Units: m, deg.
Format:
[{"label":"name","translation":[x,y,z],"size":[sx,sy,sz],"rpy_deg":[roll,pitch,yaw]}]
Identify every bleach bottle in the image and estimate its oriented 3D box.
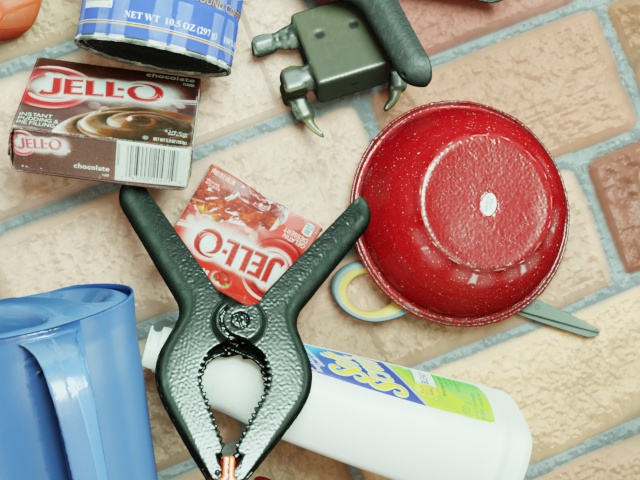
[{"label":"bleach bottle","translation":[0.005,0.107,0.703],"size":[0.250,0.102,0.068],"rpy_deg":[17,103,-6]}]

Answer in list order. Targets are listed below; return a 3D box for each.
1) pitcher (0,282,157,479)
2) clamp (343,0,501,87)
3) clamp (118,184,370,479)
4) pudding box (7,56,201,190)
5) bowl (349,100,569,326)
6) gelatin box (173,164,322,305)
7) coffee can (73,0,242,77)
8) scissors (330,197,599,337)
[{"label":"pitcher","translation":[-0.158,0.155,0.658],"size":[0.145,0.149,0.243],"rpy_deg":[-6,100,19]},{"label":"clamp","translation":[0.044,-0.185,0.721],"size":[0.171,0.039,0.120],"rpy_deg":[45,55,11]},{"label":"clamp","translation":[-0.041,0.051,0.663],"size":[0.164,0.036,0.210],"rpy_deg":[-2,63,-8]},{"label":"pudding box","translation":[-0.136,-0.077,0.690],"size":[0.113,0.090,0.039],"rpy_deg":[8,128,-8]},{"label":"bowl","translation":[0.104,-0.022,0.724],"size":[0.162,0.055,0.162],"rpy_deg":[1,84,-10]},{"label":"gelatin box","translation":[-0.055,0.001,0.730],"size":[0.089,0.030,0.073],"rpy_deg":[31,88,-6]},{"label":"coffee can","translation":[-0.095,-0.185,0.686],"size":[0.102,0.103,0.140],"rpy_deg":[10,90,-7]},{"label":"scissors","translation":[0.093,0.046,0.754],"size":[0.201,0.016,0.096],"rpy_deg":[36,84,-5]}]
